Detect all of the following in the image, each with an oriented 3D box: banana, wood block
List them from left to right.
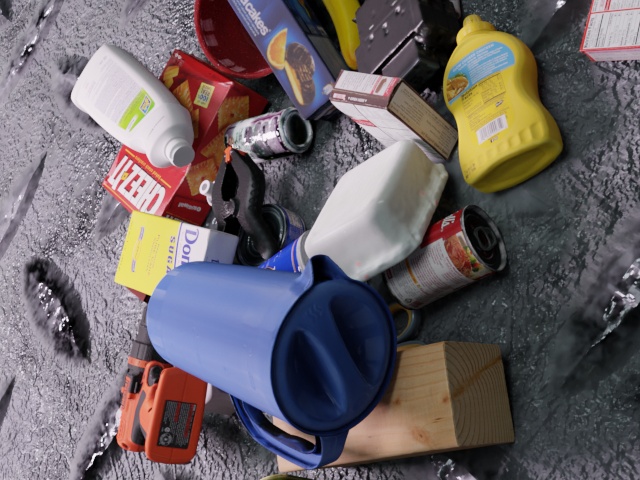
[{"bbox_3d":[0.015,-0.278,1.248,0.037,0.069,0.198,-47,65,44],"label":"banana"},{"bbox_3d":[0.060,0.155,0.980,0.207,0.090,0.090,-19,71,39],"label":"wood block"}]

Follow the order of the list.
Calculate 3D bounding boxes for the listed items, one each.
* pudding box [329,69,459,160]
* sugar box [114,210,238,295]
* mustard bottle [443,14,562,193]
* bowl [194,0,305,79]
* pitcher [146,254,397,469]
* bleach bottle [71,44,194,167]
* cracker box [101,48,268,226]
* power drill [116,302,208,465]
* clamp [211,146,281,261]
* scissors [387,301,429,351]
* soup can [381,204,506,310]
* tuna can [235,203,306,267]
[{"bbox_3d":[0.076,-0.128,1.089,0.090,0.113,0.039,17,79,47],"label":"pudding box"},{"bbox_3d":[-0.168,0.023,1.224,0.177,0.048,0.093,12,88,53],"label":"sugar box"},{"bbox_3d":[0.168,-0.146,1.045,0.096,0.058,0.191,-32,52,32],"label":"mustard bottle"},{"bbox_3d":[-0.075,-0.279,1.313,0.162,0.055,0.162,3,97,29],"label":"bowl"},{"bbox_3d":[-0.056,0.095,0.966,0.243,0.145,0.149,9,61,52],"label":"pitcher"},{"bbox_3d":[-0.227,-0.154,1.336,0.103,0.068,0.251,-57,44,12],"label":"bleach bottle"},{"bbox_3d":[-0.179,-0.124,1.373,0.164,0.072,0.214,37,100,48],"label":"cracker box"},{"bbox_3d":[-0.179,0.164,1.204,0.188,0.057,0.184,-169,88,-69],"label":"power drill"},{"bbox_3d":[-0.099,-0.022,1.220,0.120,0.039,0.171,-30,53,29],"label":"clamp"},{"bbox_3d":[0.035,0.119,1.086,0.202,0.016,0.096,-16,64,39],"label":"scissors"},{"bbox_3d":[0.116,0.018,1.015,0.102,0.068,0.068,-29,53,33],"label":"soup can"},{"bbox_3d":[-0.058,0.002,1.222,0.086,0.033,0.086,-21,58,38],"label":"tuna can"}]
